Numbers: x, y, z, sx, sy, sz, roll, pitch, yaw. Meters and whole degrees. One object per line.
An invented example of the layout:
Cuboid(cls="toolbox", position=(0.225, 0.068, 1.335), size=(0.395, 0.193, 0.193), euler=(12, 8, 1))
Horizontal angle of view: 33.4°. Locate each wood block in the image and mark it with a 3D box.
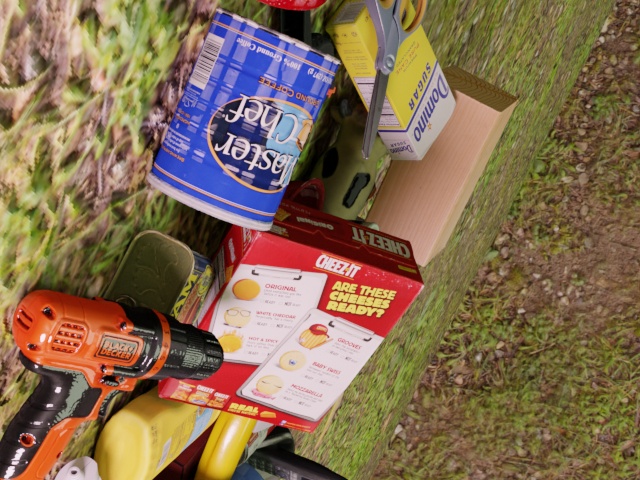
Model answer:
Cuboid(cls="wood block", position=(0.136, -0.087, 1.238), size=(0.090, 0.091, 0.206), euler=(-36, 153, -60))

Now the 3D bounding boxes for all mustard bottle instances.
Cuboid(cls="mustard bottle", position=(-0.144, 0.171, 1.045), size=(0.191, 0.058, 0.096), euler=(-34, 146, -62))

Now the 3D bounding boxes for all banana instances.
Cuboid(cls="banana", position=(-0.092, 0.209, 1.114), size=(0.198, 0.037, 0.069), euler=(-64, 162, 5))

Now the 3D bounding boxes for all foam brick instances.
Cuboid(cls="foam brick", position=(-0.147, 0.218, 1.128), size=(0.078, 0.051, 0.053), euler=(-47, 157, -48))

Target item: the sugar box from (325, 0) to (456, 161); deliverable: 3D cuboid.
Cuboid(cls="sugar box", position=(0.076, -0.176, 1.087), size=(0.093, 0.048, 0.176), euler=(-56, 130, -29))

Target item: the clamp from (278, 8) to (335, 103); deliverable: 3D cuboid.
Cuboid(cls="clamp", position=(-0.023, -0.154, 0.956), size=(0.165, 0.036, 0.209), euler=(-68, 167, 16))

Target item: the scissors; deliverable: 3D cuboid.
Cuboid(cls="scissors", position=(0.053, -0.186, 1.010), size=(0.096, 0.016, 0.201), euler=(42, 62, -38))

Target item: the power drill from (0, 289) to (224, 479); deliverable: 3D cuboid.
Cuboid(cls="power drill", position=(-0.170, 0.133, 0.786), size=(0.184, 0.057, 0.188), euler=(20, 96, -46))

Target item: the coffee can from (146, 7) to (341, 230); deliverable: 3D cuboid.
Cuboid(cls="coffee can", position=(-0.058, -0.091, 0.810), size=(0.140, 0.103, 0.102), euler=(-66, 165, 8))

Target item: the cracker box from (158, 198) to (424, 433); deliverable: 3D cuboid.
Cuboid(cls="cracker box", position=(-0.033, 0.071, 0.972), size=(0.214, 0.164, 0.072), euler=(-57, -153, 32))

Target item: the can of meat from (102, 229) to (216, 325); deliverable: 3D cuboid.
Cuboid(cls="can of meat", position=(-0.134, 0.048, 0.879), size=(0.102, 0.057, 0.084), euler=(-64, 167, -3))
